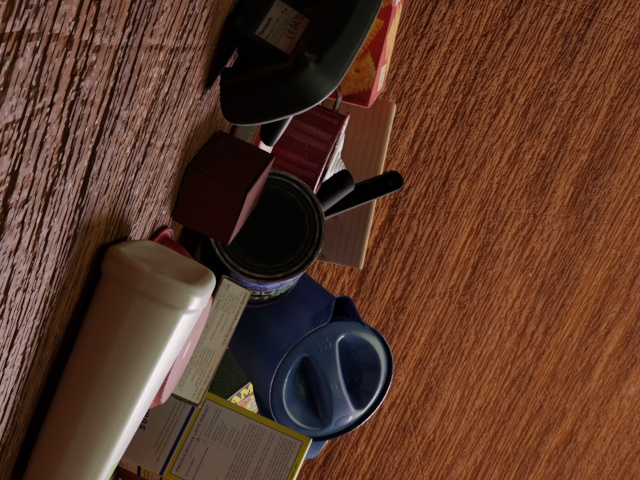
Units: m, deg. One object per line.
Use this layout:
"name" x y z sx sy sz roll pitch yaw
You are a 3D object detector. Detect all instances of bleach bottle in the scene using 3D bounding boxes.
"bleach bottle" -0.152 0.125 0.698 0.251 0.068 0.102 -64 178 6

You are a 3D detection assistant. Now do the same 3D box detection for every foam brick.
"foam brick" -0.077 -0.043 0.850 0.078 0.051 0.053 -62 177 -59

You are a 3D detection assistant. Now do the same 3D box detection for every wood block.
"wood block" 0.030 -0.074 1.330 0.091 0.090 0.206 -2 103 -87

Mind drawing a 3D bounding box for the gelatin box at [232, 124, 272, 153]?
"gelatin box" -0.057 -0.104 0.976 0.089 0.030 0.073 -52 165 -78

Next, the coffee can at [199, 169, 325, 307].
"coffee can" -0.056 0.001 0.983 0.140 0.103 0.102 128 -13 -75

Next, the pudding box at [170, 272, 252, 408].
"pudding box" -0.114 0.080 0.926 0.090 0.039 0.113 9 -105 59

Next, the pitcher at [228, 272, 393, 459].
"pitcher" -0.039 0.103 1.117 0.149 0.145 0.243 -40 -146 -5

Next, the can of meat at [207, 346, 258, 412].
"can of meat" -0.119 0.186 1.253 0.102 0.057 0.084 -36 149 -28

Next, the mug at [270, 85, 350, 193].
"mug" -0.020 -0.114 1.083 0.093 0.081 0.117 -59 173 -73

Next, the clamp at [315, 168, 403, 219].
"clamp" -0.018 -0.032 1.207 0.210 0.036 0.164 -25 171 17

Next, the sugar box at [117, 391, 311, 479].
"sugar box" -0.107 0.193 0.992 0.048 0.176 0.093 105 10 -62
